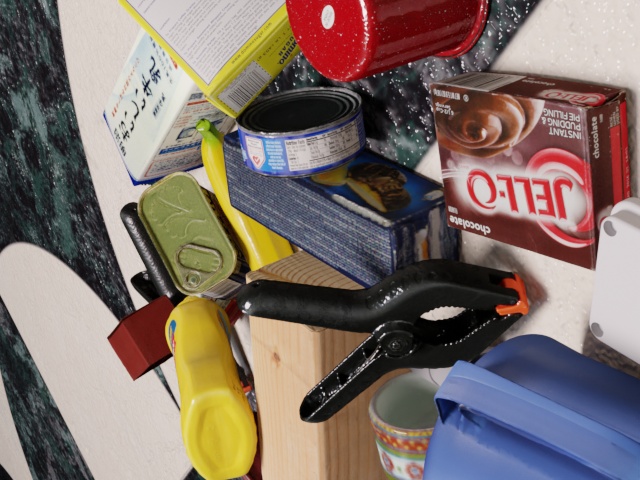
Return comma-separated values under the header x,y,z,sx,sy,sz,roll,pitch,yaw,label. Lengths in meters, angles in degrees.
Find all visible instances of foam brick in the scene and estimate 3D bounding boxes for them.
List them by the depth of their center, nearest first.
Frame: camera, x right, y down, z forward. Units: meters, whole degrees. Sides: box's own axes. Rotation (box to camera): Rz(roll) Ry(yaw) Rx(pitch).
x,y,z,sx,sy,sz,roll,pitch,yaw,label
-0.164,0.094,1.023,0.051,0.052,0.078,57,153,4,foam brick

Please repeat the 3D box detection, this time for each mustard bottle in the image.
x,y,z,sx,sy,sz,roll,pitch,yaw,label
-0.097,0.105,0.902,0.192,0.058,0.096,-112,12,-57,mustard bottle

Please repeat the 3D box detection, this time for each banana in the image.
x,y,z,sx,sy,sz,roll,pitch,yaw,label
-0.054,-0.007,0.859,0.198,0.037,0.069,64,-164,-8,banana

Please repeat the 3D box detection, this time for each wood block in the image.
x,y,z,sx,sy,sz,roll,pitch,yaw,label
0.009,0.115,0.808,0.091,0.090,0.206,36,138,44,wood block

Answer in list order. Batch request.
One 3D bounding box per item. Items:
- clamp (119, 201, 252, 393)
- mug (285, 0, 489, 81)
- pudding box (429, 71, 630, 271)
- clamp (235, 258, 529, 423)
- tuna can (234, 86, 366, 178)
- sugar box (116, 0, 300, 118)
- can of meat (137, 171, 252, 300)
x,y,z,sx,sy,sz,roll,pitch,yaw,label
-0.137,0.067,1.052,0.210,0.036,0.164,49,159,26,clamp
0.027,-0.143,0.609,0.117,0.081,0.093,38,139,41,mug
0.114,-0.042,0.579,0.114,0.039,0.090,22,129,52,pudding box
0.037,0.047,0.650,0.120,0.172,0.039,52,-160,-39,clamp
-0.012,-0.074,0.717,0.086,0.086,0.034,26,133,50,tuna can
-0.085,-0.173,0.721,0.176,0.093,0.048,48,-174,28,sugar box
-0.099,0.000,0.904,0.102,0.057,0.084,60,-173,15,can of meat
